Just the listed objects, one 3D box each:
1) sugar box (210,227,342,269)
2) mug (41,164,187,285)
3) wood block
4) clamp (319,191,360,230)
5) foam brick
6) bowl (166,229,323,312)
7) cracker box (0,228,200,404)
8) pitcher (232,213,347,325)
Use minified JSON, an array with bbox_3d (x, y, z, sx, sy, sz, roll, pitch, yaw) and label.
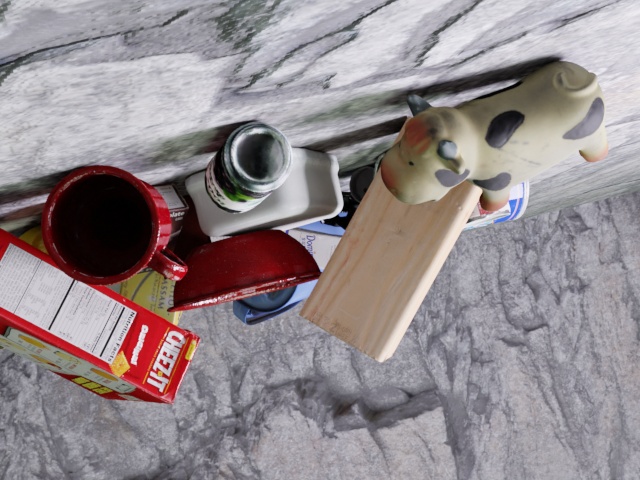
[{"bbox_3d":[-0.058,0.002,1.227,0.176,0.048,0.093,11,-177,8],"label":"sugar box"},{"bbox_3d":[-0.156,-0.006,0.856,0.093,0.117,0.081,-58,178,3],"label":"mug"},{"bbox_3d":[0.074,0.001,0.999,0.090,0.206,0.090,30,-177,10],"label":"wood block"},{"bbox_3d":[0.004,-0.037,1.252,0.165,0.036,0.209,11,-169,15],"label":"clamp"},{"bbox_3d":[-0.145,-0.003,1.113,0.051,0.078,0.053,-15,176,-18],"label":"foam brick"},{"bbox_3d":[-0.076,0.026,1.038,0.162,0.055,0.162,-14,176,-1],"label":"bowl"},{"bbox_3d":[-0.232,0.065,0.919,0.213,0.072,0.164,32,160,-24],"label":"cracker box"},{"bbox_3d":[-0.016,0.017,1.408,0.149,0.145,0.242,-16,179,37],"label":"pitcher"}]
